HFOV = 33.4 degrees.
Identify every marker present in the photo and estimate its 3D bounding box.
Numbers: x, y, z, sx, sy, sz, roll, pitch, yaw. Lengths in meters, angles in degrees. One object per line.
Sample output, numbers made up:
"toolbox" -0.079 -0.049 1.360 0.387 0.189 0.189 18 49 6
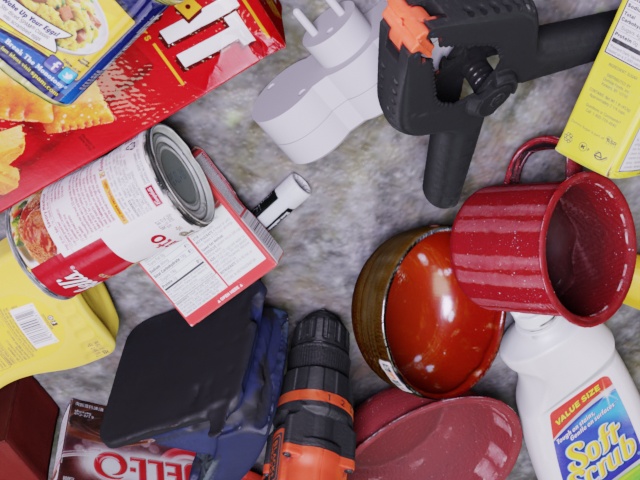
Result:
"marker" -0.055 0.001 0.697 0.121 0.020 0.020 -41 119 20

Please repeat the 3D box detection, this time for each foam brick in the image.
"foam brick" -0.220 0.136 0.737 0.053 0.078 0.051 -23 125 10

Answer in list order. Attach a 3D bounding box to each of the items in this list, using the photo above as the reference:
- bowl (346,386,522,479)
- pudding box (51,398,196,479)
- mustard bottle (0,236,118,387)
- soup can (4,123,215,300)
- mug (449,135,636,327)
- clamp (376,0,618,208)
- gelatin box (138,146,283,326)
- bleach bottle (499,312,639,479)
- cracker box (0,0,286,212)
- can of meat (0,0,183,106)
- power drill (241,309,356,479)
"bowl" 0.063 0.154 0.775 0.162 0.055 0.162 -16 134 -17
"pudding box" -0.133 0.167 0.759 0.113 0.090 0.039 14 122 -14
"mustard bottle" -0.236 0.062 0.697 0.192 0.058 0.096 -21 122 8
"soup can" -0.121 -0.017 0.621 0.102 0.068 0.068 -27 122 16
"mug" 0.136 -0.007 0.663 0.093 0.082 0.117 3 89 -39
"clamp" 0.095 -0.094 0.577 0.165 0.036 0.209 -40 156 11
"gelatin box" -0.079 -0.002 0.672 0.073 0.030 0.089 -36 99 17
"bleach bottle" 0.187 0.134 0.786 0.102 0.068 0.250 -25 121 9
"cracker box" -0.149 -0.125 0.571 0.214 0.072 0.164 -28 122 12
"can of meat" -0.128 -0.123 0.499 0.084 0.057 0.102 -40 117 20
"power drill" -0.033 0.161 0.740 0.057 0.184 0.188 19 140 -13
